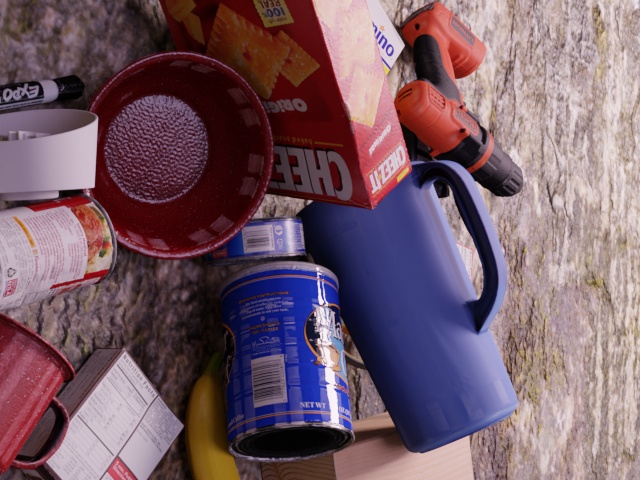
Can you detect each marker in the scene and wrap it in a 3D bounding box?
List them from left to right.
[{"bbox_3d":[-0.221,-0.106,0.777,0.120,0.020,0.020,-20,101,-49],"label":"marker"}]

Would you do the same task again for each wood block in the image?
[{"bbox_3d":[0.049,0.219,0.998,0.205,0.090,0.091,-5,89,-49],"label":"wood block"}]

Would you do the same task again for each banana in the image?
[{"bbox_3d":[-0.077,0.197,0.893,0.069,0.037,0.198,-20,101,-47],"label":"banana"}]

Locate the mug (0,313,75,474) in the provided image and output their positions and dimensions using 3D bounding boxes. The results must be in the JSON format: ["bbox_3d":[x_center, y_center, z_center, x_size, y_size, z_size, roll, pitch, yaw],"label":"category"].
[{"bbox_3d":[-0.215,0.107,0.704,0.117,0.093,0.081,50,55,-36],"label":"mug"}]

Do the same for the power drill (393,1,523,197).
[{"bbox_3d":[0.147,-0.151,1.133,0.184,0.057,0.187,36,37,-34],"label":"power drill"}]

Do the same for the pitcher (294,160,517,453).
[{"bbox_3d":[0.088,0.055,0.948,0.145,0.149,0.243,-22,81,-12],"label":"pitcher"}]

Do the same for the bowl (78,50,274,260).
[{"bbox_3d":[-0.120,-0.069,0.838,0.161,0.055,0.162,-7,105,-26],"label":"bowl"}]

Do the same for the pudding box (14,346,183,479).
[{"bbox_3d":[-0.163,0.149,0.798,0.090,0.039,0.113,58,45,-26],"label":"pudding box"}]

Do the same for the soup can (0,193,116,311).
[{"bbox_3d":[-0.204,0.009,0.746,0.102,0.069,0.068,-17,98,-49],"label":"soup can"}]

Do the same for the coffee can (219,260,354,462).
[{"bbox_3d":[-0.029,0.101,0.885,0.102,0.103,0.140,24,51,-46],"label":"coffee can"}]

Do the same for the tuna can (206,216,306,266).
[{"bbox_3d":[-0.056,0.001,0.906,0.085,0.086,0.034,-3,85,-50],"label":"tuna can"}]

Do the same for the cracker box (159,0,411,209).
[{"bbox_3d":[-0.032,-0.136,0.861,0.072,0.164,0.213,-45,131,-37],"label":"cracker box"}]
